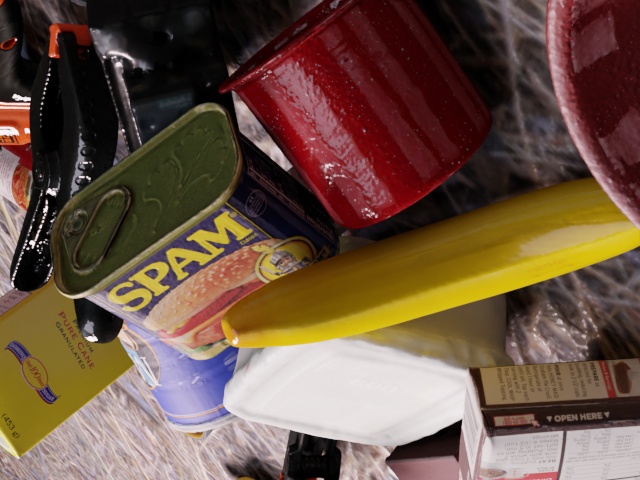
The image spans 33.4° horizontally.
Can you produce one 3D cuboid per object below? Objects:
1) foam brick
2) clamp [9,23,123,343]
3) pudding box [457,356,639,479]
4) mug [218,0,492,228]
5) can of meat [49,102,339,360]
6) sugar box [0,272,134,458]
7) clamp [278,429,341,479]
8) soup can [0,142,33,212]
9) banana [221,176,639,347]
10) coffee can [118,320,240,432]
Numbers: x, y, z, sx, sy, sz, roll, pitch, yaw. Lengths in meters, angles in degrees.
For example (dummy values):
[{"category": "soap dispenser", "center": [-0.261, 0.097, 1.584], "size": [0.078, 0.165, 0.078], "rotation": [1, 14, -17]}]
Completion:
[{"category": "foam brick", "center": [0.085, 0.125, 0.602], "size": [0.051, 0.052, 0.078], "rotation": [53, 150, -5]}, {"category": "clamp", "center": [-0.146, -0.034, 0.604], "size": [0.120, 0.039, 0.171], "rotation": [6, 95, 47]}, {"category": "pudding box", "center": [0.113, 0.103, 0.504], "size": [0.113, 0.090, 0.039], "rotation": [86, 180, -48]}, {"category": "mug", "center": [0.012, -0.057, 0.459], "size": [0.081, 0.093, 0.117], "rotation": [52, 149, -13]}, {"category": "can of meat", "center": [-0.053, 0.001, 0.474], "size": [0.083, 0.102, 0.057], "rotation": [39, -156, -45]}, {"category": "sugar box", "center": [-0.175, 0.062, 0.764], "size": [0.048, 0.176, 0.093], "rotation": [10, 133, 52]}, {"category": "clamp", "center": [-0.004, 0.142, 0.716], "size": [0.036, 0.164, 0.210], "rotation": [7, 168, -6]}, {"category": "soup can", "center": [-0.214, -0.058, 0.792], "size": [0.102, 0.068, 0.068], "rotation": [29, 145, 34]}, {"category": "banana", "center": [0.056, 0.006, 0.440], "size": [0.198, 0.069, 0.037], "rotation": [-19, 76, 19]}, {"category": "coffee can", "center": [-0.086, 0.037, 0.688], "size": [0.103, 0.102, 0.140], "rotation": [2, 125, 53]}]
